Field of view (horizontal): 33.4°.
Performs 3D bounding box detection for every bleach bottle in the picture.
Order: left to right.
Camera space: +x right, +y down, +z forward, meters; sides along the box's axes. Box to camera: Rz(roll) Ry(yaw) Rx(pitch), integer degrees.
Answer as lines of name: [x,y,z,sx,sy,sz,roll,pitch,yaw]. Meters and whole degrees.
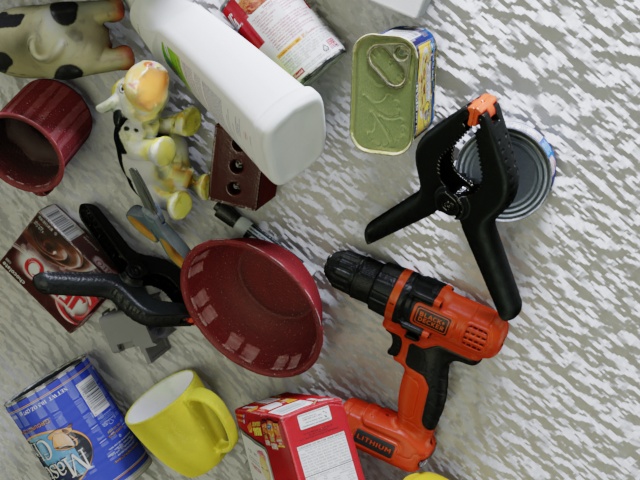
bleach bottle: [-0.099,-0.162,0.958,0.251,0.068,0.102,45,163,24]

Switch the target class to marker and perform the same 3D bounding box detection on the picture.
marker: [-0.057,0.001,1.058,0.121,0.020,0.020,37,117,6]

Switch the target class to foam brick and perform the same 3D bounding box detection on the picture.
foam brick: [-0.071,-0.076,1.019,0.053,0.051,0.078,14,112,16]

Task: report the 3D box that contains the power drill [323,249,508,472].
power drill: [0.068,0.116,1.027,0.184,0.057,0.188,24,116,16]

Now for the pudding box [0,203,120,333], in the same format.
pudding box: [-0.276,0.030,1.143,0.113,0.039,0.090,46,118,2]

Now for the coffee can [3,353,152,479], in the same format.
coffee can: [-0.263,0.210,1.163,0.103,0.102,0.140,-28,96,27]

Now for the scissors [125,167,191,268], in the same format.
scissors: [-0.172,-0.032,1.028,0.096,0.016,0.201,31,162,30]

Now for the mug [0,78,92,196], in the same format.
mug: [-0.279,-0.099,1.070,0.093,0.081,0.117,10,131,14]

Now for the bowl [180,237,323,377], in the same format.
bowl: [-0.056,0.054,1.042,0.162,0.055,0.162,18,130,23]

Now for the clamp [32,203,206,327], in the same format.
clamp: [-0.201,0.043,1.078,0.171,0.120,0.039,33,142,1]

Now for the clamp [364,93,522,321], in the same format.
clamp: [0.111,-0.038,0.929,0.165,0.036,0.210,24,135,26]

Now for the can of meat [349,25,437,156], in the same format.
can of meat: [0.066,-0.133,0.928,0.057,0.083,0.102,8,110,19]

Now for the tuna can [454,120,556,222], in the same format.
tuna can: [0.164,-0.062,0.942,0.086,0.033,0.086,7,110,19]

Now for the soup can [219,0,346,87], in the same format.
soup can: [-0.033,-0.188,0.957,0.069,0.068,0.102,-38,92,27]

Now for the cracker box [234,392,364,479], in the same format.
cracker box: [-0.005,0.257,1.027,0.164,0.072,0.214,-18,88,69]
